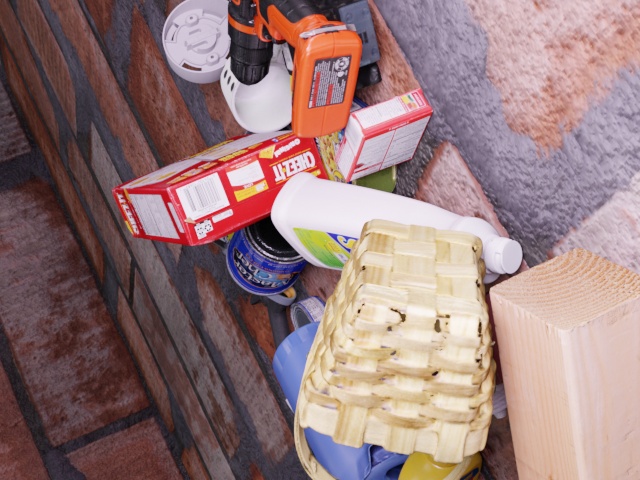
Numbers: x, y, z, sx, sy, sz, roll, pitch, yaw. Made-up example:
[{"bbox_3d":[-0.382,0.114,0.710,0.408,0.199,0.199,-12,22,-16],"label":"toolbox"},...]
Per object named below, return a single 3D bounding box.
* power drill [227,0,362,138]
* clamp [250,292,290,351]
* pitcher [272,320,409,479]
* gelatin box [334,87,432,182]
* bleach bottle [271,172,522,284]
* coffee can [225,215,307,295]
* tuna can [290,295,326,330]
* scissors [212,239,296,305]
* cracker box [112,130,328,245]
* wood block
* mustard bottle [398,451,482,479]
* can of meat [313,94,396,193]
[{"bbox_3d":[-0.034,-0.178,0.963,0.188,0.057,0.184,57,153,37],"label":"power drill"},{"bbox_3d":[-0.066,0.089,1.553,0.120,0.039,0.171,56,158,26],"label":"clamp"},{"bbox_3d":[0.039,0.221,1.303,0.243,0.144,0.149,56,128,40],"label":"pitcher"},{"bbox_3d":[0.056,-0.096,0.979,0.030,0.073,0.089,62,161,19],"label":"gelatin box"},{"bbox_3d":[0.071,-0.006,0.976,0.251,0.068,0.102,9,149,47],"label":"bleach bottle"},{"bbox_3d":[-0.059,0.002,1.343,0.103,0.102,0.140,63,160,12],"label":"coffee can"},{"bbox_3d":[-0.006,0.118,1.433,0.086,0.033,0.086,53,156,36],"label":"tuna can"},{"bbox_3d":[-0.106,0.010,1.436,0.202,0.096,0.016,41,122,4],"label":"scissors"},{"bbox_3d":[-0.111,-0.056,1.139,0.214,0.164,0.072,5,118,65],"label":"cracker box"},{"bbox_3d":[0.201,0.123,0.812,0.091,0.090,0.206,33,141,57],"label":"wood block"},{"bbox_3d":[0.127,0.258,1.143,0.058,0.096,0.192,53,156,37],"label":"mustard bottle"},{"bbox_3d":[0.032,-0.094,1.072,0.084,0.057,0.102,44,151,44],"label":"can of meat"}]
